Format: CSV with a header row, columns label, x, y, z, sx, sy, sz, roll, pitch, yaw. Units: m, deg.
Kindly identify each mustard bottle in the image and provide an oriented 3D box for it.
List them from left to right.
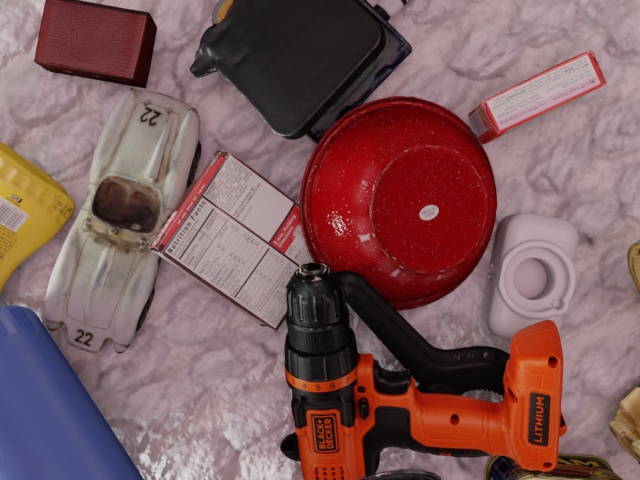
label,x,y,z,sx,sy,sz,roll,pitch,yaw
mustard bottle,-0.277,0.018,0.792,0.096,0.058,0.191,38,91,-36

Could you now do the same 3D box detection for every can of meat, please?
label,x,y,z,sx,sy,sz,roll,pitch,yaw
can of meat,0.177,0.192,0.786,0.102,0.084,0.057,5,90,0

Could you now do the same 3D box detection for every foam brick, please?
label,x,y,z,sx,sy,sz,roll,pitch,yaw
foam brick,-0.167,-0.148,0.805,0.078,0.053,0.051,10,89,1

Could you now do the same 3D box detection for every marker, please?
label,x,y,z,sx,sy,sz,roll,pitch,yaw
marker,0.071,-0.200,0.821,0.020,0.020,0.121,44,90,0

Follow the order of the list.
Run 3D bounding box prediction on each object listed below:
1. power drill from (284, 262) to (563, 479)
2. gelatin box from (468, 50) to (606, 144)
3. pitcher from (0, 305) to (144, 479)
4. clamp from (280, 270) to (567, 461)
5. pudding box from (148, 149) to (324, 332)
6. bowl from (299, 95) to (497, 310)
label,x,y,z,sx,sy,sz,roll,pitch,yaw
power drill,0.069,0.096,0.735,0.188,0.057,0.184,-1,120,7
gelatin box,0.159,-0.106,0.794,0.089,0.073,0.030,-26,90,0
pitcher,-0.203,0.177,0.748,0.149,0.145,0.243,-23,71,-35
clamp,0.078,0.121,0.799,0.210,0.036,0.165,19,116,-10
pudding box,-0.055,0.001,0.788,0.113,0.039,0.090,37,83,-21
bowl,0.069,-0.025,0.778,0.162,0.055,0.162,-2,96,-18
